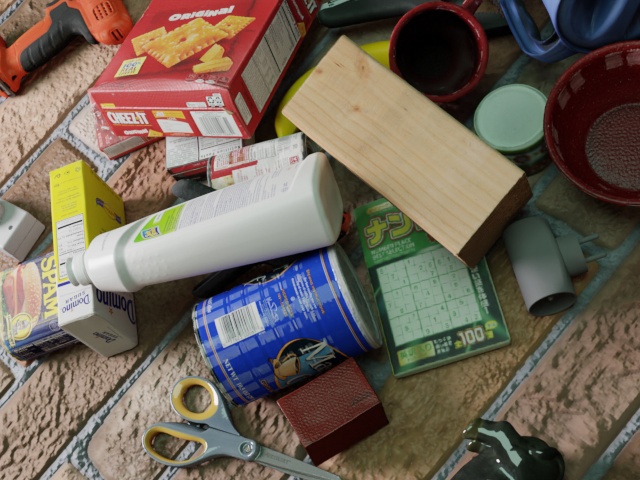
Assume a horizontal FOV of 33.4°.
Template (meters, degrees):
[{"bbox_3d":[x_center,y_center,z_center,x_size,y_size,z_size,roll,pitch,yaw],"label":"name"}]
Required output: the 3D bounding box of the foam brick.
[{"bbox_3d":[0.011,0.149,0.924,0.078,0.051,0.053,-29,58,-6],"label":"foam brick"}]

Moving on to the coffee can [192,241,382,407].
[{"bbox_3d":[-0.029,0.075,0.952,0.140,0.102,0.103,-25,59,8],"label":"coffee can"}]

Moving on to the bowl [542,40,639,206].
[{"bbox_3d":[0.279,-0.094,0.943,0.162,0.055,0.162,-5,68,12],"label":"bowl"}]

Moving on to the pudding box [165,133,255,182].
[{"bbox_3d":[-0.116,-0.122,1.121,0.090,0.039,0.113,-12,63,14],"label":"pudding box"}]

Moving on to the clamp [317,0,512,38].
[{"bbox_3d":[0.117,-0.270,1.092,0.210,0.036,0.164,20,86,21],"label":"clamp"}]

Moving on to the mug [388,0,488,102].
[{"bbox_3d":[0.115,-0.186,1.021,0.093,0.081,0.117,33,93,-3],"label":"mug"}]

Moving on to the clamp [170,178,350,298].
[{"bbox_3d":[-0.057,0.001,1.022,0.171,0.120,0.039,3,27,7],"label":"clamp"}]

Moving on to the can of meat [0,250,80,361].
[{"bbox_3d":[-0.277,0.064,1.079,0.084,0.057,0.102,-20,59,13],"label":"can of meat"}]

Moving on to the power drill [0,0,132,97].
[{"bbox_3d":[-0.327,-0.268,1.261,0.187,0.057,0.184,-32,58,3],"label":"power drill"}]

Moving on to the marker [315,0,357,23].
[{"bbox_3d":[0.053,-0.262,1.138,0.121,0.020,0.020,-20,60,10],"label":"marker"}]

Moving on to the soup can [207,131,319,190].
[{"bbox_3d":[-0.052,-0.063,1.050,0.102,0.068,0.068,-14,61,13],"label":"soup can"}]

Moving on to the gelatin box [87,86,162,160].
[{"bbox_3d":[-0.212,-0.141,1.171,0.073,0.030,0.089,-22,60,9],"label":"gelatin box"}]

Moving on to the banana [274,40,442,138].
[{"bbox_3d":[0.027,-0.158,1.090,0.198,0.037,0.069,-33,84,6],"label":"banana"}]

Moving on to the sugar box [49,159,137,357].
[{"bbox_3d":[-0.225,0.018,1.061,0.048,0.093,0.176,-20,60,10],"label":"sugar box"}]

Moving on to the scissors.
[{"bbox_3d":[-0.068,0.171,0.970,0.202,0.016,0.096,-1,65,20],"label":"scissors"}]

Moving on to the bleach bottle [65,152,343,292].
[{"bbox_3d":[-0.109,-0.006,0.961,0.251,0.068,0.102,-15,22,13],"label":"bleach bottle"}]

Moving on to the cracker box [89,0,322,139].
[{"bbox_3d":[-0.114,-0.201,1.096,0.164,0.072,0.213,4,51,27],"label":"cracker box"}]

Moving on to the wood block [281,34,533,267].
[{"bbox_3d":[0.078,-0.077,0.948,0.206,0.090,0.090,40,93,18],"label":"wood block"}]
